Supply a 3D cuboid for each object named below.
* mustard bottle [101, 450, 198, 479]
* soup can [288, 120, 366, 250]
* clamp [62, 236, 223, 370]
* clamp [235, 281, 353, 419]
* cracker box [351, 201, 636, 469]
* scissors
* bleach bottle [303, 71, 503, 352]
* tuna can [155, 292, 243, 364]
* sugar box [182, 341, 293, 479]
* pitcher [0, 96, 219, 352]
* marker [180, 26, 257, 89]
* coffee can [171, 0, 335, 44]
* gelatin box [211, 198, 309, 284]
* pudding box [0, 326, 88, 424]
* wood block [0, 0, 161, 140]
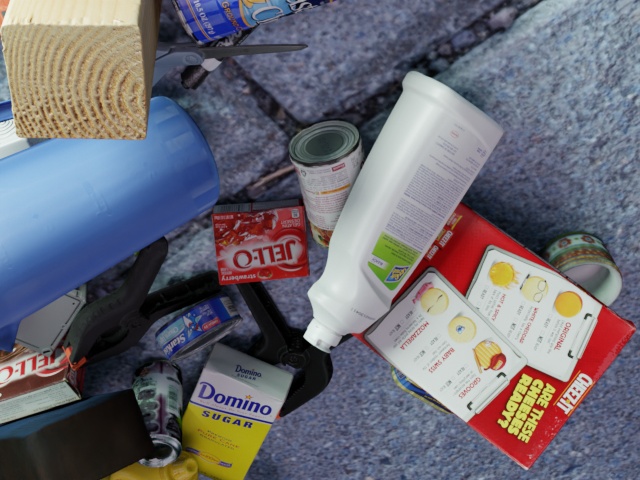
[{"bbox_3d":[-0.191,0.267,1.185,0.096,0.058,0.192,33,144,-22],"label":"mustard bottle"},{"bbox_3d":[0.013,-0.050,0.978,0.068,0.068,0.102,-12,128,6],"label":"soup can"},{"bbox_3d":[-0.184,0.061,1.033,0.171,0.039,0.120,-35,141,-1],"label":"clamp"},{"bbox_3d":[-0.016,0.112,1.124,0.164,0.036,0.210,8,129,1],"label":"clamp"},{"bbox_3d":[0.157,0.080,1.000,0.214,0.072,0.164,37,100,11],"label":"cracker box"},{"bbox_3d":[-0.115,-0.146,0.897,0.201,0.016,0.096,5,154,-4],"label":"scissors"},{"bbox_3d":[0.056,-0.016,0.940,0.102,0.068,0.251,28,96,-38],"label":"bleach bottle"},{"bbox_3d":[-0.122,0.088,1.071,0.086,0.086,0.034,-36,81,23],"label":"tuna can"},{"bbox_3d":[-0.101,0.194,1.160,0.093,0.048,0.176,23,134,-2],"label":"sugar box"},{"bbox_3d":[-0.214,-0.035,0.887,0.242,0.145,0.149,-30,147,-22],"label":"pitcher"},{"bbox_3d":[-0.077,-0.170,0.905,0.020,0.020,0.121,35,119,-28],"label":"marker"},{"bbox_3d":[-0.043,-0.219,0.814,0.140,0.103,0.103,-16,129,9],"label":"coffee can"},{"bbox_3d":[-0.057,0.001,1.025,0.089,0.030,0.073,-5,110,0],"label":"gelatin box"},{"bbox_3d":[-0.295,0.134,1.093,0.113,0.090,0.039,-20,128,13],"label":"pudding box"},{"bbox_3d":[-0.167,-0.167,0.780,0.090,0.206,0.090,0,129,-4],"label":"wood block"}]
